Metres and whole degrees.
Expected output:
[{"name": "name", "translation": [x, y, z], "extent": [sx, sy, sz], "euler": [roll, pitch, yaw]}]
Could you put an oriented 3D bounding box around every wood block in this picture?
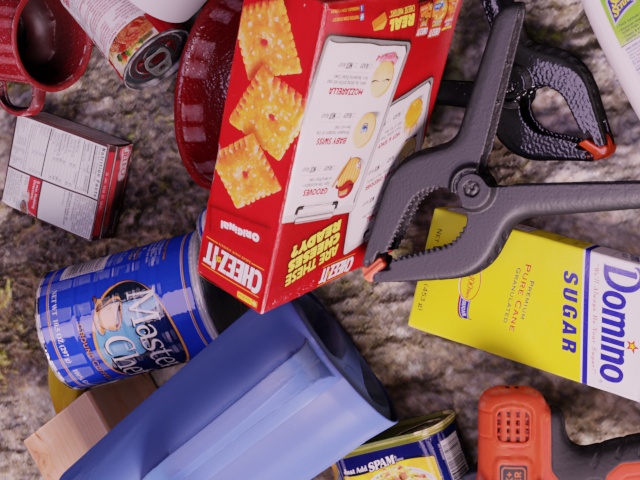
[{"name": "wood block", "translation": [-0.151, 0.230, 0.914], "extent": [0.091, 0.090, 0.206], "euler": [-38, 77, 26]}]

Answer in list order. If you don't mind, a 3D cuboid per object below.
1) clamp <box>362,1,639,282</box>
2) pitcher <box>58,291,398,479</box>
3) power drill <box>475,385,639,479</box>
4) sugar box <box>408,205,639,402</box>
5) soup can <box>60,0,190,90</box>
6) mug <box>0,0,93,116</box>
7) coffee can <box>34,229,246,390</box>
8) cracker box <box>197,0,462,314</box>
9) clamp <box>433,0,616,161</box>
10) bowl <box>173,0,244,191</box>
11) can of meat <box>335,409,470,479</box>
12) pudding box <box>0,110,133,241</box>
[{"name": "clamp", "translation": [0.117, -0.032, 0.727], "extent": [0.164, 0.036, 0.210], "euler": [47, 109, 13]}, {"name": "pitcher", "translation": [-0.075, 0.147, 0.779], "extent": [0.243, 0.149, 0.145], "euler": [-39, 39, 7]}, {"name": "power drill", "translation": [0.194, 0.189, 0.703], "extent": [0.188, 0.057, 0.184], "euler": [0, 89, 7]}, {"name": "sugar box", "translation": [0.157, 0.041, 0.752], "extent": [0.176, 0.048, 0.093], "euler": [17, 102, 27]}, {"name": "soup can", "translation": [-0.163, -0.184, 0.886], "extent": [0.069, 0.068, 0.102], "euler": [-46, 74, 24]}, {"name": "mug", "translation": [-0.260, -0.167, 0.930], "extent": [0.082, 0.093, 0.117], "euler": [10, 103, 32]}, {"name": "coffee can", "translation": [-0.143, 0.056, 0.863], "extent": [0.140, 0.102, 0.103], "euler": [-15, 88, 12]}, {"name": "cracker box", "translation": [0.005, -0.077, 0.731], "extent": [0.072, 0.163, 0.214], "euler": [29, 121, 28]}, {"name": "clamp", "translation": [0.129, -0.106, 0.757], "extent": [0.171, 0.039, 0.120], "euler": [52, 127, 17]}, {"name": "bowl", "translation": [-0.051, -0.115, 0.821], "extent": [0.162, 0.055, 0.162], "euler": [-11, 76, 52]}, {"name": "can of meat", "translation": [0.067, 0.183, 0.811], "extent": [0.102, 0.057, 0.084], "euler": [-20, 88, 29]}, {"name": "pudding box", "translation": [-0.227, -0.059, 0.952], "extent": [0.114, 0.039, 0.090], "euler": [21, 104, 23]}]
